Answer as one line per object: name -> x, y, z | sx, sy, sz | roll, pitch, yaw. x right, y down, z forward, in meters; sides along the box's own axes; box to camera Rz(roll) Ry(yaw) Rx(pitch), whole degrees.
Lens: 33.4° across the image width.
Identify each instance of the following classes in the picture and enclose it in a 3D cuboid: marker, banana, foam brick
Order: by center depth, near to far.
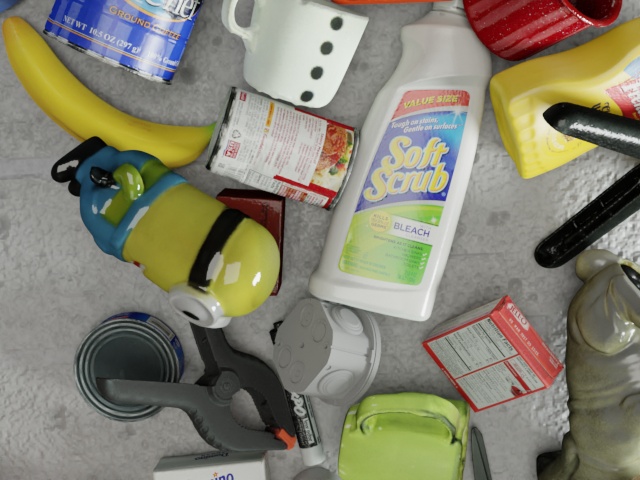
banana -> -0.171, -0.105, 0.840 | 0.197, 0.037, 0.069 | 26, 69, -4
foam brick -> -0.056, 0.001, 0.840 | 0.053, 0.051, 0.078 | 4, 98, 1
marker -> -0.020, 0.124, 0.871 | 0.020, 0.020, 0.121 | -14, 97, 4

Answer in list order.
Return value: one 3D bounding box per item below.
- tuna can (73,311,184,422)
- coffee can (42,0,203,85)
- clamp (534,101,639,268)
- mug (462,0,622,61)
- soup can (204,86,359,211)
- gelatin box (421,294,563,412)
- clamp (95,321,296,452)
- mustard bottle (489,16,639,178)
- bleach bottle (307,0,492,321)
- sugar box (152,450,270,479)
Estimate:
tuna can -> -0.154, 0.102, 0.867 | 0.086, 0.033, 0.086 | 0, 98, 3
coffee can -> -0.132, -0.200, 0.789 | 0.103, 0.103, 0.140 | 23, 99, -1
clamp -> 0.252, -0.066, 0.790 | 0.210, 0.036, 0.164 | -21, 140, 0
mug -> 0.167, -0.181, 0.782 | 0.117, 0.082, 0.093 | 5, 71, -39
soup can -> -0.030, -0.070, 0.812 | 0.102, 0.068, 0.068 | 18, 98, -10
gelatin box -> 0.133, 0.089, 0.829 | 0.073, 0.030, 0.089 | 51, 140, -5
clamp -> -0.082, 0.103, 0.845 | 0.171, 0.039, 0.120 | 36, 75, -27
mustard bottle -> 0.226, -0.117, 0.793 | 0.191, 0.058, 0.096 | -22, 139, 4
bleach bottle -> 0.067, -0.071, 0.820 | 0.102, 0.068, 0.251 | 13, 96, 1
sugar box -> -0.080, 0.264, 0.881 | 0.093, 0.048, 0.176 | -6, 94, 4
